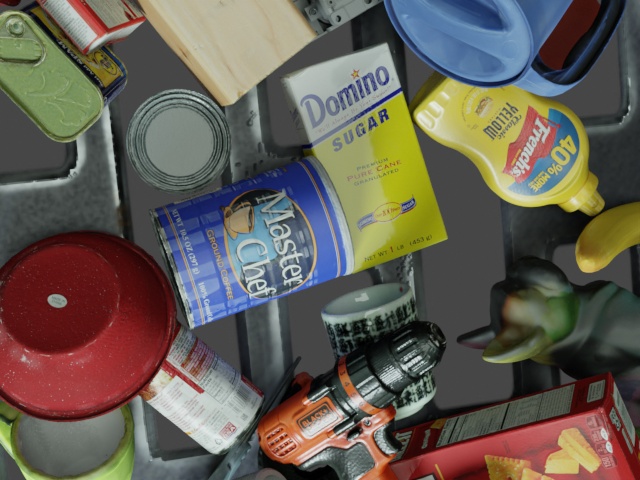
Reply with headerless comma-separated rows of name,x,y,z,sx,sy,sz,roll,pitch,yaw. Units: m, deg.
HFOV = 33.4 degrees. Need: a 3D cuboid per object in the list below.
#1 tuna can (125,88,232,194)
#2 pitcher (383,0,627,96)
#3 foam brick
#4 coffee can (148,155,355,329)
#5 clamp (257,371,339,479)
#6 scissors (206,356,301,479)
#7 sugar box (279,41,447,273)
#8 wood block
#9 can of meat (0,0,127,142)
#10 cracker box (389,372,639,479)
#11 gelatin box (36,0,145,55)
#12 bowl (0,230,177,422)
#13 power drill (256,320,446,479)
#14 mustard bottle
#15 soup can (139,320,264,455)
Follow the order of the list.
tuna can,-0.117,-0.081,0.877,0.086,0.034,0.086,-1,95,-13
pitcher,0.175,-0.240,0.857,0.242,0.145,0.149,-51,140,-23
foam brick,0.204,-0.180,0.933,0.078,0.051,0.053,-40,101,-7
coffee can,-0.056,0.001,0.863,0.140,0.103,0.103,-19,99,-11
clamp,0.007,0.219,0.928,0.164,0.036,0.210,0,95,-7
scissors,-0.076,0.193,0.912,0.016,0.096,0.201,31,56,9
sugar box,0.037,-0.070,0.907,0.093,0.048,0.176,-20,100,-10
wood block,-0.107,-0.214,0.839,0.090,0.091,0.206,-40,102,-6
can of meat,-0.203,-0.135,0.820,0.057,0.084,0.102,-39,104,19
cracker box,0.171,0.222,0.899,0.214,0.072,0.164,-21,101,24
gelatin box,-0.182,-0.185,0.823,0.030,0.089,0.073,-38,98,20
bowl,-0.194,0.055,0.822,0.162,0.055,0.162,-1,65,1
power drill,0.065,0.173,0.851,0.185,0.057,0.187,-36,90,26
mustard bottle,0.175,-0.086,0.930,0.191,0.058,0.096,38,96,-14
soup can,-0.104,0.121,0.881,0.102,0.068,0.068,42,85,-13
